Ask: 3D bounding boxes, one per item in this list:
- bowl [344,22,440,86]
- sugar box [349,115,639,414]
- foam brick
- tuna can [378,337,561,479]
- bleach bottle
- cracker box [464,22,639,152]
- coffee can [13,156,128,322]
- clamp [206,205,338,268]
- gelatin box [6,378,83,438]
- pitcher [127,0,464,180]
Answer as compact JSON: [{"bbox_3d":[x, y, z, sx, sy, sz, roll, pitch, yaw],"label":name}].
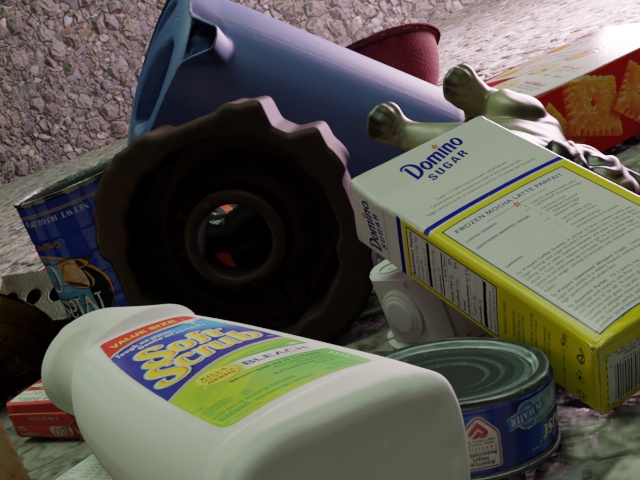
[{"bbox_3d":[0.045,-0.125,0.942,0.162,0.055,0.162,-25,-12,-6],"label":"bowl"},{"bbox_3d":[0.102,0.003,0.513,0.093,0.048,0.176,-27,37,-22],"label":"sugar box"},{"bbox_3d":[-0.227,0.058,0.893,0.078,0.051,0.053,-9,58,17],"label":"foam brick"},{"bbox_3d":[0.056,0.069,0.448,0.086,0.034,0.086,-8,12,1],"label":"tuna can"},{"bbox_3d":[-0.058,0.069,0.439,0.102,0.068,0.251,-19,16,-32],"label":"bleach bottle"},{"bbox_3d":[0.206,-0.115,0.889,0.213,0.072,0.164,-25,14,-15],"label":"cracker box"},{"bbox_3d":[-0.160,0.015,0.827,0.103,0.140,0.103,-21,13,5],"label":"coffee can"},{"bbox_3d":[-0.055,0.001,0.723,0.172,0.120,0.039,-26,31,19],"label":"clamp"},{"bbox_3d":[-0.157,0.101,0.726,0.073,0.030,0.089,-9,19,41],"label":"gelatin box"},{"bbox_3d":[-0.021,-0.095,0.823,0.242,0.145,0.149,16,27,-20],"label":"pitcher"}]
